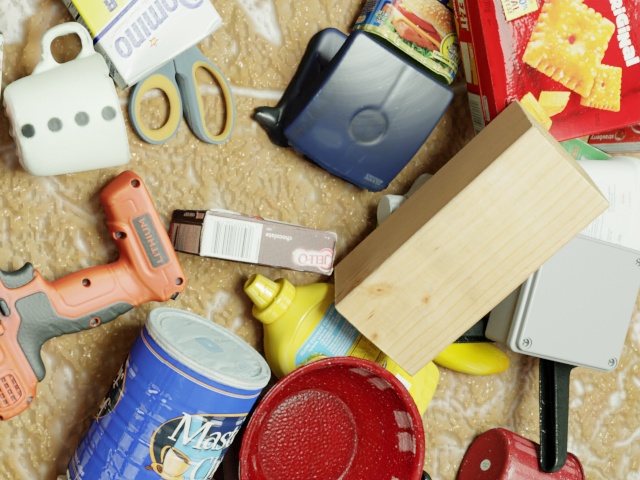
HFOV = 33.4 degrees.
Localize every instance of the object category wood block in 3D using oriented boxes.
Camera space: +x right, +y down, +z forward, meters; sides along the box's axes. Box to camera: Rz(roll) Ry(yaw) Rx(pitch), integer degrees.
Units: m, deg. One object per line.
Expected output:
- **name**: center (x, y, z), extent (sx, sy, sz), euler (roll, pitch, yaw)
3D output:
- **wood block**: center (0.115, -0.002, 0.850), extent (0.090, 0.091, 0.206), euler (42, 106, -15)

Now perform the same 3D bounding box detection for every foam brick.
- **foam brick**: center (-0.055, 0.167, 0.885), extent (0.078, 0.053, 0.051), euler (-7, 96, -24)

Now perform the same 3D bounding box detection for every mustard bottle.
- **mustard bottle**: center (0.009, 0.093, 0.906), extent (0.191, 0.058, 0.096), euler (42, 75, -21)

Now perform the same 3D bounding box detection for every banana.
- **banana**: center (0.098, 0.065, 0.956), extent (0.069, 0.037, 0.197), euler (-44, 109, -15)

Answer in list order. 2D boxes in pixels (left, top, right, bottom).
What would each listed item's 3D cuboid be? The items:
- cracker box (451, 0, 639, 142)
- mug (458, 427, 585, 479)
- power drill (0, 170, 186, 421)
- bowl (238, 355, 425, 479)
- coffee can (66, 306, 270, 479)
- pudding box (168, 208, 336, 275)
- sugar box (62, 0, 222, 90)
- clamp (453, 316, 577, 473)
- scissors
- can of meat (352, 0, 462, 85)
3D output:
- **cracker box**: center (0.227, -0.175, 0.898), extent (0.213, 0.072, 0.164), euler (-14, 105, -8)
- **mug**: center (0.179, 0.231, 0.968), extent (0.081, 0.093, 0.117), euler (27, 47, -19)
- **power drill**: center (-0.210, 0.019, 0.805), extent (0.187, 0.057, 0.184), euler (-28, 108, -18)
- **bowl**: center (0.001, 0.168, 0.850), extent (0.161, 0.055, 0.162), euler (-2, 95, -25)
- **coffee can**: center (-0.115, 0.136, 0.807), extent (0.102, 0.103, 0.140), euler (25, 102, -24)
- **pudding box**: center (-0.056, 0.001, 0.854), extent (0.113, 0.090, 0.039), euler (12, 87, -24)
- **sugar box**: center (-0.160, -0.213, 0.808), extent (0.093, 0.048, 0.176), euler (-36, 100, -13)
- **clamp**: center (0.212, 0.099, 0.977), extent (0.209, 0.036, 0.164), euler (-34, 90, -36)
- **scissors**: center (-0.131, -0.165, 0.850), extent (0.096, 0.016, 0.202), euler (-27, 104, -20)
- **can of meat**: center (0.087, -0.193, 0.925), extent (0.102, 0.058, 0.084), euler (29, 83, -23)
